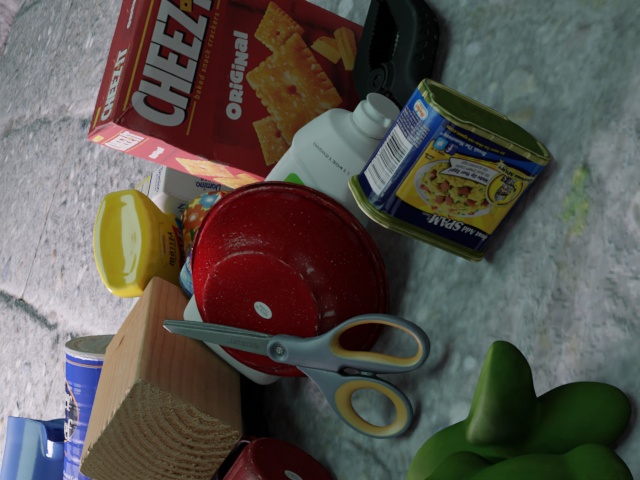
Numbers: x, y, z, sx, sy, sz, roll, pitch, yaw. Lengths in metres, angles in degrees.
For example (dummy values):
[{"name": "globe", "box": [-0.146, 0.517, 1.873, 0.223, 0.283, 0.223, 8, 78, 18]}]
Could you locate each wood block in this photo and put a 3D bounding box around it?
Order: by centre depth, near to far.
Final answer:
[{"name": "wood block", "box": [-0.125, 0.120, 0.867, 0.091, 0.090, 0.206, -55, 15, 13]}]

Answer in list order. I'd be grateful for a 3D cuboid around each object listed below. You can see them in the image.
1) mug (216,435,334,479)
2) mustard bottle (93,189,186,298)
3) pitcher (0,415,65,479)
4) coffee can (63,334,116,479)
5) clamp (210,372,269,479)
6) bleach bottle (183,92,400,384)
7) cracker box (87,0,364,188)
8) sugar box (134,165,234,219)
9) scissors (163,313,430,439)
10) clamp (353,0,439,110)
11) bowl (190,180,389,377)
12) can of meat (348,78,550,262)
[{"name": "mug", "box": [-0.043, 0.192, 0.781, 0.082, 0.093, 0.117, -57, 37, 17]}, {"name": "mustard bottle", "box": [-0.156, 0.018, 1.042, 0.191, 0.058, 0.096, 42, -140, -72]}, {"name": "pitcher", "box": [-0.285, 0.312, 1.136, 0.145, 0.149, 0.243, -2, 74, 39]}, {"name": "coffee can", "box": [-0.194, 0.167, 1.025, 0.103, 0.102, 0.140, 11, 101, 63]}, {"name": "clamp", "box": [-0.068, 0.151, 0.912, 0.120, 0.039, 0.171, -59, 29, 30]}, {"name": "bleach bottle", "box": [-0.010, -0.004, 0.819, 0.251, 0.102, 0.068, -54, -5, 33]}, {"name": "cracker box", "box": [-0.065, -0.130, 0.885, 0.072, 0.213, 0.164, -13, 62, 59]}, {"name": "sugar box", "box": [-0.158, -0.026, 1.129, 0.177, 0.093, 0.048, -31, 46, 51]}, {"name": "scissors", "box": [-0.016, 0.094, 0.749, 0.202, 0.016, 0.096, -7, 98, 25]}, {"name": "clamp", "box": [0.054, -0.113, 0.848, 0.165, 0.036, 0.210, -39, 45, 46]}, {"name": "bowl", "box": [-0.034, 0.040, 0.780, 0.162, 0.162, 0.055, -54, -4, 30]}, {"name": "can of meat", "box": [0.083, -0.044, 0.681, 0.084, 0.102, 0.057, -56, 30, 24]}]
